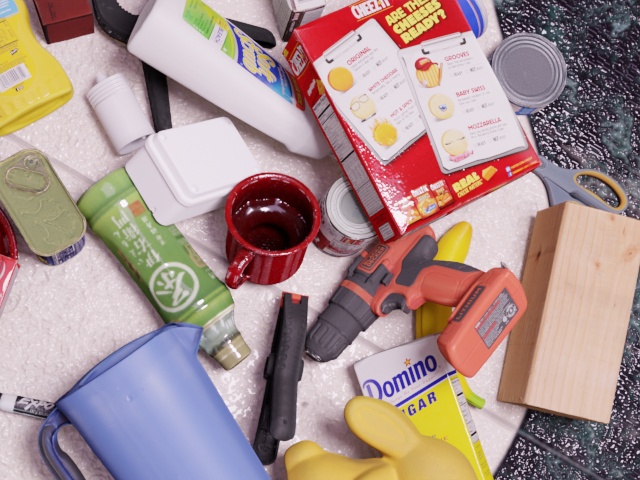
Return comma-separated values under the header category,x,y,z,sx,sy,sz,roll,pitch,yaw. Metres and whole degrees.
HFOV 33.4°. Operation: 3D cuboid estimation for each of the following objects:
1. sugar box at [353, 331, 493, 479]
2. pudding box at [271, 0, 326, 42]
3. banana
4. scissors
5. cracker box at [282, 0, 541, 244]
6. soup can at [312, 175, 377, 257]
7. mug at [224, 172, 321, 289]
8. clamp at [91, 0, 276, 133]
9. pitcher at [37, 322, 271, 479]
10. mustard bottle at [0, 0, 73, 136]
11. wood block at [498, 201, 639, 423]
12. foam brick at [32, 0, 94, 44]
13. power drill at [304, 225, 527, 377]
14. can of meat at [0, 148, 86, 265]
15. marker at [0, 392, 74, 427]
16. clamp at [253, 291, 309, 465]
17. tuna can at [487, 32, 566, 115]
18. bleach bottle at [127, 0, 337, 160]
category,x,y,z,sx,sy,sz,roll,pitch,yaw
sugar box,0.104,0.188,1.056,0.093,0.048,0.176,-22,85,18
pudding box,-0.032,-0.277,1.115,0.039,0.090,0.113,-13,83,-11
banana,0.130,0.076,1.107,0.069,0.037,0.198,3,80,-29
scissors,0.238,-0.062,1.160,0.201,0.016,0.096,22,76,-5
cracker box,0.085,-0.125,1.011,0.164,0.072,0.214,-27,87,-18
soup can,0.028,-0.024,1.071,0.068,0.102,0.068,2,79,-10
mug,-0.057,0.001,1.050,0.093,0.081,0.117,29,61,7
clamp,-0.159,-0.229,1.111,0.164,0.036,0.210,-38,92,-16
pitcher,-0.134,0.211,0.986,0.144,0.149,0.243,-36,94,-47
mustard bottle,-0.333,-0.206,1.065,0.096,0.058,0.191,-30,86,-9
wood block,0.255,0.074,1.091,0.090,0.091,0.206,14,82,-7
foam brick,-0.267,-0.250,1.088,0.053,0.051,0.078,-17,83,-12
power drill,0.089,0.065,1.031,0.184,0.188,0.057,-51,129,-15
can of meat,-0.269,-0.029,1.029,0.057,0.084,0.102,-32,86,-14
marker,-0.275,0.161,1.026,0.121,0.020,0.020,14,77,-7
clamp,-0.034,0.128,1.027,0.039,0.120,0.171,11,74,-14
tuna can,0.223,-0.182,1.171,0.086,0.034,0.086,2,79,-10
bleach bottle,-0.068,-0.159,1.070,0.250,0.068,0.102,32,31,-19
